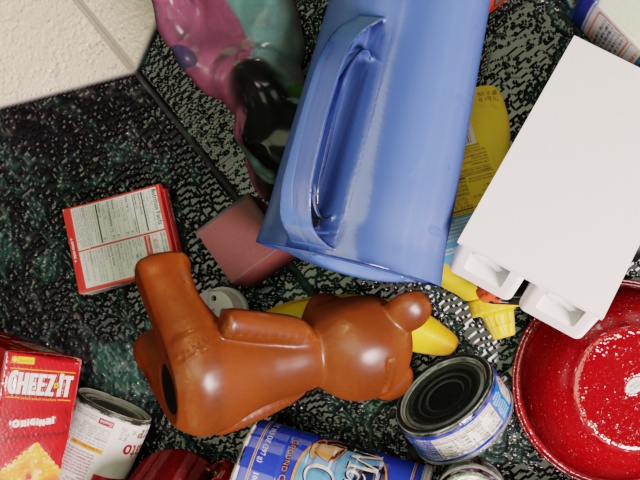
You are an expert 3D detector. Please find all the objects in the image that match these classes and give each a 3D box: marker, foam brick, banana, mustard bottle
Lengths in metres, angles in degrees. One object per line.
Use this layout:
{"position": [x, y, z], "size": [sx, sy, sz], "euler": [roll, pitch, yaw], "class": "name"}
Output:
{"position": [0.116, 0.137, 0.840], "size": [0.121, 0.020, 0.020], "euler": [-38, 82, 5], "class": "marker"}
{"position": [-0.056, 0.001, 0.846], "size": [0.051, 0.078, 0.053], "euler": [-37, 80, 5], "class": "foam brick"}
{"position": [0.007, 0.077, 0.854], "size": [0.198, 0.037, 0.069], "euler": [-13, 97, 8], "class": "banana"}
{"position": [0.117, -0.018, 0.831], "size": [0.096, 0.058, 0.191], "euler": [-15, 84, 0], "class": "mustard bottle"}

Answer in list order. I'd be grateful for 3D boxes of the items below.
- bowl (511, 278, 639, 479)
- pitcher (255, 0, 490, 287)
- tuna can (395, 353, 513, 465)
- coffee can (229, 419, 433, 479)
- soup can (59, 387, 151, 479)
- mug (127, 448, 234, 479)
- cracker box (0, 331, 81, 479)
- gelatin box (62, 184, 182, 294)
{"position": [0.228, 0.108, 0.797], "size": [0.162, 0.055, 0.162], "euler": [0, 87, 0], "class": "bowl"}
{"position": [0.042, -0.095, 0.739], "size": [0.144, 0.149, 0.243], "euler": [14, 87, -18], "class": "pitcher"}
{"position": [0.100, 0.126, 0.808], "size": [0.086, 0.086, 0.033], "euler": [-34, 115, 5], "class": "tuna can"}
{"position": [0.006, 0.203, 0.810], "size": [0.140, 0.102, 0.103], "euler": [14, 88, 9], "class": "coffee can"}
{"position": [-0.186, 0.178, 0.859], "size": [0.068, 0.068, 0.102], "euler": [24, 89, 9], "class": "soup can"}
{"position": [-0.111, 0.207, 0.826], "size": [0.117, 0.081, 0.093], "euler": [-41, 95, 17], "class": "mug"}
{"position": [-0.267, 0.180, 0.831], "size": [0.164, 0.071, 0.214], "euler": [7, 86, 49], "class": "cracker box"}
{"position": [-0.162, 0.000, 0.887], "size": [0.089, 0.030, 0.073], "euler": [-14, 83, 7], "class": "gelatin box"}
